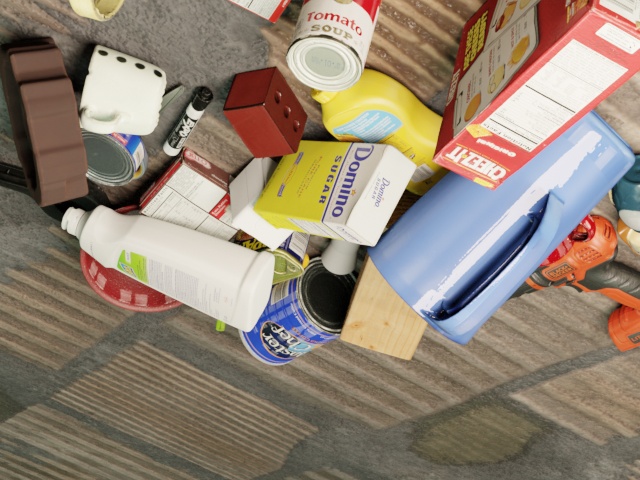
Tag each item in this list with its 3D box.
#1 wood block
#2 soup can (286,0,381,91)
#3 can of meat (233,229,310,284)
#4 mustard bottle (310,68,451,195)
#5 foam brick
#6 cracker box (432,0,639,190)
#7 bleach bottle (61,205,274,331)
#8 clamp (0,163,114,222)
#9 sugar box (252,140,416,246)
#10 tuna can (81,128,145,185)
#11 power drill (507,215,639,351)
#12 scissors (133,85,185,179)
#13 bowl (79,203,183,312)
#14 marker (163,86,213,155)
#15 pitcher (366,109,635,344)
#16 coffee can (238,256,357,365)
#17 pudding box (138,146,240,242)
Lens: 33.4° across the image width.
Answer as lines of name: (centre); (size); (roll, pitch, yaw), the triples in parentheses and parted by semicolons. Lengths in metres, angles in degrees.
wood block: (0.094, 0.033, 1.205); (0.090, 0.090, 0.206); (17, 138, 0)
soup can: (0.014, -0.188, 0.926); (0.068, 0.102, 0.068); (11, 147, 7)
can of meat: (-0.058, 0.001, 1.255); (0.102, 0.084, 0.057); (-18, 134, 40)
mustard bottle: (0.060, -0.118, 1.054); (0.191, 0.058, 0.096); (32, 150, -25)
foam brick: (-0.055, -0.129, 1.088); (0.051, 0.053, 0.078); (-5, 143, 27)
cracker box: (0.184, -0.160, 0.845); (0.072, 0.164, 0.214); (26, 145, -14)
bleach bottle: (-0.179, 0.015, 1.216); (0.251, 0.068, 0.103); (22, 141, 10)
clamp: (-0.322, -0.070, 1.296); (0.209, 0.036, 0.165); (35, 143, -31)
sugar box: (0.010, -0.051, 1.064); (0.048, 0.093, 0.177); (35, 166, -29)
tuna can: (-0.240, -0.102, 1.188); (0.086, 0.033, 0.086); (14, 142, 11)
power drill: (0.306, 0.058, 1.219); (0.187, 0.057, 0.185); (30, 144, -22)
scissors: (-0.195, -0.115, 1.196); (0.202, 0.016, 0.096); (-13, 135, 37)
bowl: (-0.215, 0.010, 1.324); (0.162, 0.055, 0.162); (-3, 124, -5)
marker: (-0.143, -0.129, 1.153); (0.020, 0.020, 0.121); (24, 146, -15)
pitcher: (0.171, -0.024, 0.986); (0.243, 0.149, 0.144); (-46, 154, 14)
coffee can: (-0.027, 0.092, 1.361); (0.102, 0.102, 0.141); (30, 144, -23)
pudding box: (-0.140, -0.043, 1.237); (0.113, 0.039, 0.090); (34, 120, -23)
